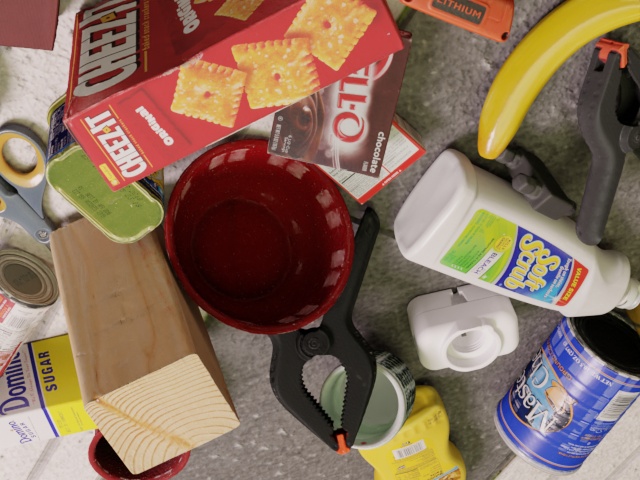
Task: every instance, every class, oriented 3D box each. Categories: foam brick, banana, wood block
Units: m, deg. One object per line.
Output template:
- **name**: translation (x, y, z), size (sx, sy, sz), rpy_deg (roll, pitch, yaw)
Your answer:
- **foam brick**: translation (-0.222, -0.171, 0.749), size (0.078, 0.053, 0.051), rpy_deg (5, 126, -12)
- **banana**: translation (0.190, -0.144, 0.836), size (0.198, 0.070, 0.037), rpy_deg (-36, 164, 25)
- **wood block**: translation (-0.143, 0.066, 0.840), size (0.090, 0.206, 0.091), rpy_deg (-25, 131, -2)

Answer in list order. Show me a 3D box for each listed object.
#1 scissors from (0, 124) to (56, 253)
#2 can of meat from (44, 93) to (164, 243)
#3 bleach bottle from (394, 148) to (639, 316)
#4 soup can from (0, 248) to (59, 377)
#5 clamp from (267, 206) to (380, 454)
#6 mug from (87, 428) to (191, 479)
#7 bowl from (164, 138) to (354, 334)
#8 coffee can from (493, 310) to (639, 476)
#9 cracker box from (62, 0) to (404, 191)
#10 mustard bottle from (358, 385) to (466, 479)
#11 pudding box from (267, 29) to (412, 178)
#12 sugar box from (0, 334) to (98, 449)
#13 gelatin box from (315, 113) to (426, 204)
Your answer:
- **scissors**: translation (-0.223, -0.023, 0.887), size (0.096, 0.016, 0.201), rpy_deg (-38, 124, 19)
- **can of meat**: translation (-0.165, -0.058, 0.826), size (0.057, 0.084, 0.102), rpy_deg (-34, 126, 16)
- **bleach bottle**: translation (0.194, 0.008, 0.954), size (0.250, 0.068, 0.103), rpy_deg (20, 123, -25)
- **soup can**: translation (-0.277, 0.065, 0.913), size (0.068, 0.068, 0.102), rpy_deg (27, 118, -27)
- **clamp**: translation (-0.016, 0.085, 0.937), size (0.164, 0.036, 0.210), rpy_deg (-8, 93, 3)
- **mug**: translation (-0.169, 0.179, 1.011), size (0.093, 0.081, 0.117), rpy_deg (-8, 128, -3)
- **bowl**: translation (-0.056, 0.001, 0.875), size (0.162, 0.162, 0.055), rpy_deg (14, 161, -20)
- **coffee can**: translation (0.248, 0.145, 1.043), size (0.102, 0.103, 0.140), rpy_deg (16, 123, -21)
- **cracker box**: translation (-0.065, -0.144, 0.725), size (0.214, 0.164, 0.072), rpy_deg (-24, 126, 9)
- **mustard bottle**: translation (0.101, 0.237, 1.117), size (0.096, 0.058, 0.191), rpy_deg (-22, 128, 1)
- **pudding box**: translation (0.015, -0.113, 0.813), size (0.090, 0.039, 0.113), rpy_deg (13, 111, 3)
- **sugar box**: translation (-0.214, 0.125, 0.954), size (0.176, 0.093, 0.048), rpy_deg (-11, 128, -2)
- **gelatin box**: translation (0.030, -0.083, 0.875), size (0.073, 0.030, 0.089), rpy_deg (-39, 121, 20)
